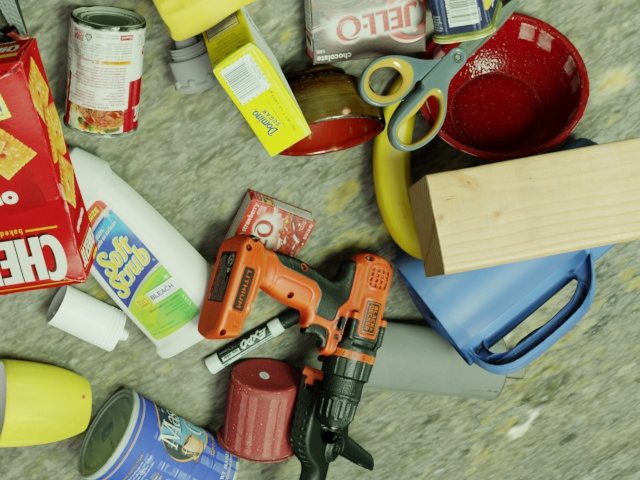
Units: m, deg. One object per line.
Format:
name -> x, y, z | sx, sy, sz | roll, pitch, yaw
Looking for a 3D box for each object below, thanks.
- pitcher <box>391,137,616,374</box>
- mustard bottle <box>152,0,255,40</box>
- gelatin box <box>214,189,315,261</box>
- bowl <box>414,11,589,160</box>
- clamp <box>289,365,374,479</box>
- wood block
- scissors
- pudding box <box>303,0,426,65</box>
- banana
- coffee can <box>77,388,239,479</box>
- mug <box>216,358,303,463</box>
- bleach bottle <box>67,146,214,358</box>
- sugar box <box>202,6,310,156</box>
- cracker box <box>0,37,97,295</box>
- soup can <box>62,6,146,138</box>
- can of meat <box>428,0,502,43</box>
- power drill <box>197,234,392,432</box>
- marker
pitcher -> 0.208, 0.014, 1.079 | 0.243, 0.145, 0.149 | -37, 97, 1
mustard bottle -> -0.055, -0.245, 0.894 | 0.191, 0.096, 0.058 | -25, 149, -1
gelatin box -> -0.057, 0.001, 1.087 | 0.073, 0.030, 0.089 | 21, 111, -21
bowl -> 0.170, -0.136, 1.015 | 0.162, 0.162, 0.055 | -16, 156, -3
clamp -> -0.001, 0.230, 1.152 | 0.036, 0.164, 0.210 | 14, 134, 30
wood block -> 0.196, -0.028, 0.973 | 0.206, 0.091, 0.090 | -10, 87, -6
scissors -> 0.105, -0.172, 0.980 | 0.096, 0.016, 0.201 | 34, 71, -11
pudding box -> 0.041, -0.216, 0.987 | 0.113, 0.039, 0.090 | -8, 119, -8
banana -> 0.084, -0.065, 1.043 | 0.070, 0.037, 0.198 | -13, 86, 17
coffee can -> -0.173, 0.235, 1.146 | 0.140, 0.103, 0.103 | 34, 106, -25
mug -> -0.053, 0.178, 1.156 | 0.117, 0.093, 0.081 | -12, 119, -42
bleach bottle -> -0.198, 0.001, 1.038 | 0.103, 0.068, 0.250 | -31, 115, 25
sugar box -> -0.062, -0.150, 0.922 | 0.048, 0.176, 0.093 | -32, 119, 3
cracker box -> -0.303, -0.055, 0.930 | 0.164, 0.072, 0.214 | -8, 118, 3
soup can -> -0.194, -0.152, 0.956 | 0.068, 0.068, 0.102 | 3, 116, -14
can of meat -> 0.126, -0.235, 0.959 | 0.057, 0.102, 0.084 | -5, 119, 18
power drill -> -0.023, 0.083, 1.052 | 0.187, 0.057, 0.184 | 20, 78, -29
marker -> -0.069, 0.105, 1.146 | 0.121, 0.020, 0.020 | -31, 119, 6
